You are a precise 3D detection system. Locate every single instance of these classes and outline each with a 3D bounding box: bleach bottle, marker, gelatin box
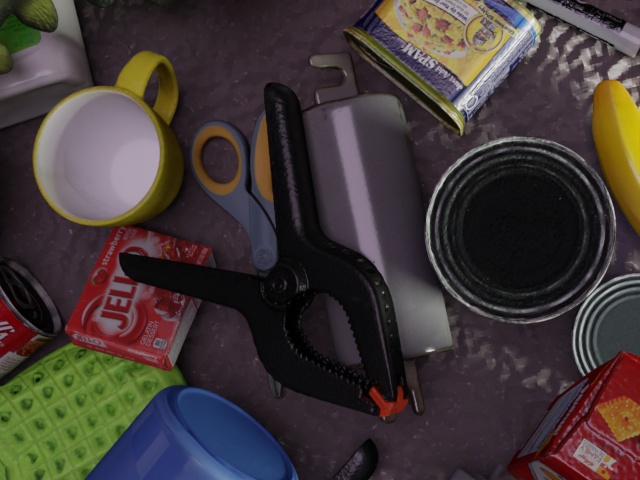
[{"bbox_3d":[-0.241,-0.212,0.764,0.102,0.068,0.251,-18,81,6],"label":"bleach bottle"},{"bbox_3d":[0.157,-0.156,0.706,0.121,0.020,0.020,30,92,11],"label":"marker"},{"bbox_3d":[-0.121,0.038,0.722,0.073,0.030,0.089,15,60,12],"label":"gelatin box"}]

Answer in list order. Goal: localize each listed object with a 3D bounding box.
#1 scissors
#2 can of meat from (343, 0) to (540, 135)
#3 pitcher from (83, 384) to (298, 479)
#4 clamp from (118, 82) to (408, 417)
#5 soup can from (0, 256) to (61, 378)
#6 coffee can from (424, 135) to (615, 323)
[{"bbox_3d":[-0.055,0.001,0.738,0.096,0.016,0.202,10,88,13],"label":"scissors"},{"bbox_3d":[0.080,-0.134,0.701,0.102,0.057,0.084,41,92,10],"label":"can of meat"},{"bbox_3d":[-0.115,0.219,0.663,0.149,0.145,0.243,31,102,-33],"label":"pitcher"},{"bbox_3d":[-0.028,0.030,0.659,0.165,0.036,0.210,-40,73,19],"label":"clamp"},{"bbox_3d":[-0.242,0.068,0.743,0.102,0.068,0.068,-37,81,7],"label":"soup can"},{"bbox_3d":[0.119,-0.001,0.642,0.103,0.140,0.103,-1,86,10],"label":"coffee can"}]
